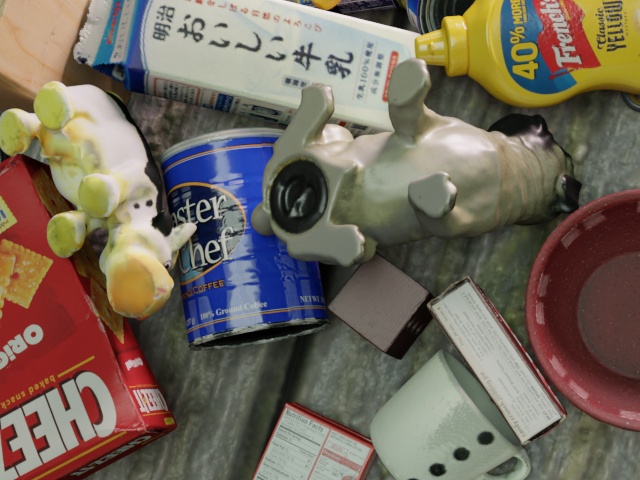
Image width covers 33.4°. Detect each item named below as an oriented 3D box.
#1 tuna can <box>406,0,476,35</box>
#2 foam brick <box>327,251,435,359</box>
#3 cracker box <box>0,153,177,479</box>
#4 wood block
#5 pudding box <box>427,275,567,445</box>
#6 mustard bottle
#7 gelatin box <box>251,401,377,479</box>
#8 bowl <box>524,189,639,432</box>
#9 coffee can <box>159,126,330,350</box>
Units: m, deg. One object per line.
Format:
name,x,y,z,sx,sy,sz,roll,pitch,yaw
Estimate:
tuna can,0.107,-0.172,0.767,0.086,0.034,0.086,-5,120,-9
foam brick,0.047,0.046,0.751,0.051,0.078,0.053,38,90,16
cracker box,-0.222,0.072,0.743,0.164,0.072,0.214,-29,78,7
wood block,-0.214,-0.143,0.769,0.091,0.206,0.090,16,85,14
pudding box,0.122,0.082,0.723,0.039,0.090,0.113,-37,76,5
mustard bottle,0.160,-0.140,0.730,0.191,0.058,0.096,-6,95,1
gelatin box,-0.007,0.171,0.769,0.073,0.030,0.089,23,87,16
bowl,0.221,0.049,0.725,0.162,0.055,0.162,-2,82,12
coffee can,-0.055,0.001,0.766,0.103,0.102,0.140,-12,80,10
